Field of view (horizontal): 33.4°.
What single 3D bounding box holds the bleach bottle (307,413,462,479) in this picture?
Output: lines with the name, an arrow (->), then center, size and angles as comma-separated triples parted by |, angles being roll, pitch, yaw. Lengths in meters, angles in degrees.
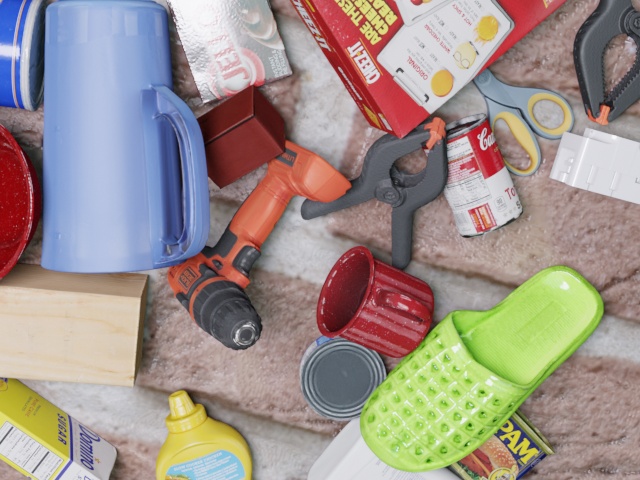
bleach bottle -> 0.113, 0.285, 1.091 | 0.250, 0.068, 0.102 | 38, 97, -12

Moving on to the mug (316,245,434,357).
mug -> 0.060, 0.062, 1.013 | 0.081, 0.117, 0.093 | 25, 75, -25

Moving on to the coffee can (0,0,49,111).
coffee can -> -0.320, -0.175, 0.953 | 0.140, 0.103, 0.103 | 6, 100, -5

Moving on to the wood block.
wood block -> -0.273, 0.076, 1.010 | 0.206, 0.091, 0.090 | 5, 101, -5

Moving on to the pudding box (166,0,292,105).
pudding box -> -0.086, -0.194, 0.997 | 0.090, 0.039, 0.113 | -19, 102, 0

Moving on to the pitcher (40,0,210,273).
pitcher -> -0.181, -0.092, 0.963 | 0.149, 0.145, 0.243 | -2, 98, -11

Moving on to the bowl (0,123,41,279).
bowl -> -0.305, -0.037, 0.953 | 0.162, 0.055, 0.162 | 2, 94, 24

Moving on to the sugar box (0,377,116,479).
sugar box -> -0.281, 0.183, 1.029 | 0.176, 0.093, 0.048 | 35, 97, -10

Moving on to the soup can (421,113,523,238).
soup can -> 0.145, -0.062, 1.023 | 0.068, 0.068, 0.102 | -24, 102, 1

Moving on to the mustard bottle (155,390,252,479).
mustard bottle -> -0.112, 0.240, 1.068 | 0.096, 0.058, 0.191 | -18, 102, 1

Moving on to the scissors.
scissors -> 0.177, -0.160, 1.033 | 0.096, 0.016, 0.202 | -25, 102, 0

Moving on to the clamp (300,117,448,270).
clamp -> 0.073, -0.042, 1.009 | 0.120, 0.039, 0.172 | 33, 131, -19

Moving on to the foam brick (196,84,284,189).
foam brick -> -0.078, -0.097, 0.992 | 0.078, 0.053, 0.051 | -28, 127, 22

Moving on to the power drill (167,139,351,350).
power drill -> -0.056, 0.001, 0.973 | 0.057, 0.185, 0.187 | 40, 87, -30

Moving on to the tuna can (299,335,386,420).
tuna can -> 0.022, 0.135, 1.070 | 0.086, 0.034, 0.086 | -1, 101, -4

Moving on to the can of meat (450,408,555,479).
can of meat -> 0.171, 0.202, 1.082 | 0.084, 0.057, 0.102 | -43, 101, 7

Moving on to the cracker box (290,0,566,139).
cracker box -> 0.096, -0.223, 0.952 | 0.213, 0.072, 0.164 | -40, 116, -9
